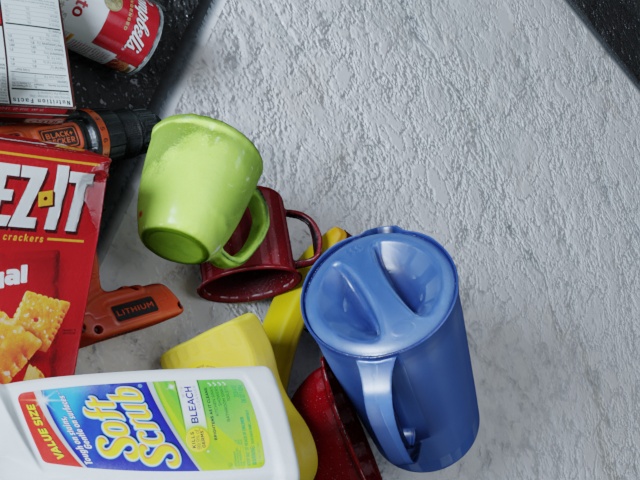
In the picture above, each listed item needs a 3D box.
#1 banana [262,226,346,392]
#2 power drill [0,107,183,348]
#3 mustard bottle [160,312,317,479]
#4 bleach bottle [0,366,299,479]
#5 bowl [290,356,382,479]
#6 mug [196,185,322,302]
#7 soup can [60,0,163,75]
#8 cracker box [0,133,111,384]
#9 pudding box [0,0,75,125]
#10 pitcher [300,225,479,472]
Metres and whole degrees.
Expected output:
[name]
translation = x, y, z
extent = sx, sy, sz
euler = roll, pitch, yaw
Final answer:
[banana]
translation = -0.024, 0.079, 0.967
extent = 0.037, 0.070, 0.197
euler = 37, 59, -40
[power drill]
translation = -0.178, -0.016, 0.861
extent = 0.184, 0.057, 0.187
euler = -18, 85, -45
[mustard bottle]
translation = -0.055, 0.162, 0.876
extent = 0.058, 0.096, 0.191
euler = -21, 85, -59
[bleach bottle]
translation = -0.144, 0.136, 0.686
extent = 0.250, 0.068, 0.102
euler = 0, 58, -28
[bowl]
translation = 0.010, 0.187, 0.944
extent = 0.162, 0.055, 0.162
euler = -24, 91, -88
[mug]
translation = -0.056, 0.001, 0.948
extent = 0.117, 0.093, 0.081
euler = -6, 70, -9
[soup can]
translation = -0.194, -0.191, 0.906
extent = 0.102, 0.069, 0.068
euler = 23, 59, -38
[cracker box]
translation = -0.237, 0.035, 0.704
extent = 0.163, 0.072, 0.214
euler = 5, 99, -45
[pudding box]
translation = -0.237, -0.144, 0.799
extent = 0.089, 0.039, 0.113
euler = -1, 76, -37
[pitcher]
translation = 0.074, 0.119, 0.958
extent = 0.149, 0.145, 0.243
euler = -42, 141, -17
